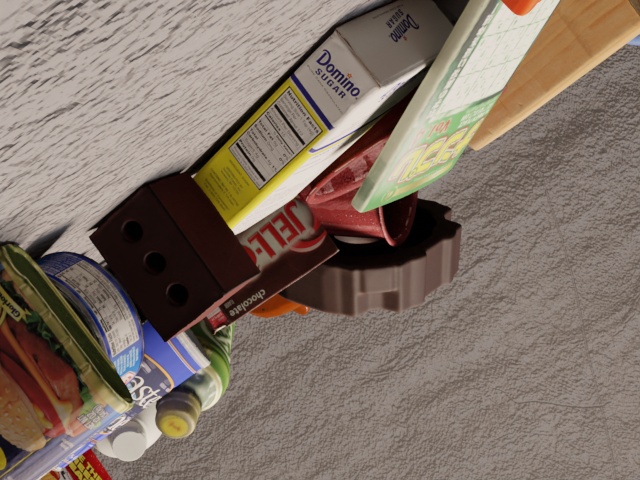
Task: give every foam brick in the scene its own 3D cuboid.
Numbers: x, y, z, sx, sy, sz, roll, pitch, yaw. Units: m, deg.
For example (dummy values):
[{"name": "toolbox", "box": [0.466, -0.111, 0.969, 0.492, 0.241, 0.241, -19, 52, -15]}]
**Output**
[{"name": "foam brick", "box": [-0.084, 0.008, 0.617, 0.053, 0.078, 0.051, -38, 176, 25]}]

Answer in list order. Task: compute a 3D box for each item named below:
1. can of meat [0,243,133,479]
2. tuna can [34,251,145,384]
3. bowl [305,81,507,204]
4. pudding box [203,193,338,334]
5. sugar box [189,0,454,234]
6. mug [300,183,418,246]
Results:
[{"name": "can of meat", "box": [-0.148, 0.064, 0.497, 0.084, 0.102, 0.057, -38, 178, -4]}, {"name": "tuna can", "box": [-0.137, 0.050, 0.575, 0.086, 0.086, 0.033, -37, 179, 39]}, {"name": "bowl", "box": [0.048, -0.088, 0.749, 0.162, 0.055, 0.162, -29, 174, -3]}, {"name": "pudding box", "box": [-0.055, 0.001, 0.770, 0.113, 0.090, 0.039, -34, 178, -32]}, {"name": "sugar box", "box": [-0.004, -0.069, 0.624, 0.093, 0.048, 0.177, -34, 174, -47]}, {"name": "mug", "box": [0.033, -0.051, 0.897, 0.082, 0.093, 0.117, 4, -141, 24]}]
